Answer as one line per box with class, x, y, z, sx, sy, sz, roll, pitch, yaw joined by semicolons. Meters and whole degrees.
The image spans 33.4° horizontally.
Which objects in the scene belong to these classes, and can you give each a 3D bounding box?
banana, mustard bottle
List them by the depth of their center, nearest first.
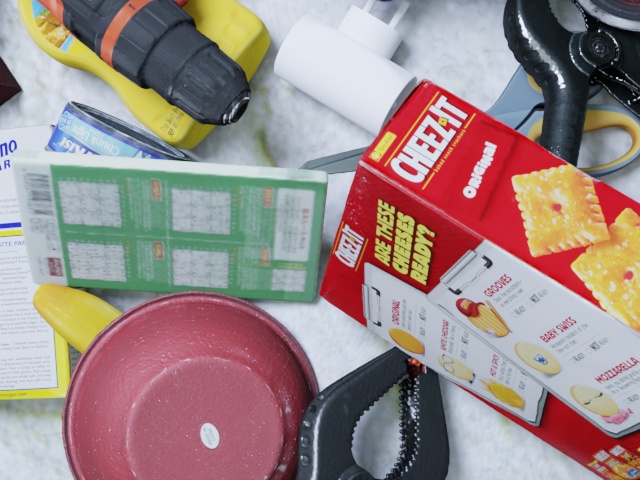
banana;-0.112;0.108;0.674;0.037;0.069;0.198;-20;95;52
mustard bottle;-0.133;-0.147;0.676;0.192;0.058;0.096;36;92;10

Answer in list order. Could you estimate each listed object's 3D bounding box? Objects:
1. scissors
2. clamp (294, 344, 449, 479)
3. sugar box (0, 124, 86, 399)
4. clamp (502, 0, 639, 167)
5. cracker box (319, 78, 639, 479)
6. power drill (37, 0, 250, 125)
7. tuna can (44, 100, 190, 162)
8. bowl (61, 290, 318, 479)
scissors;0.090;-0.079;0.624;0.201;0.016;0.096;4;83;-1
clamp;0.026;0.157;0.615;0.164;0.036;0.209;36;66;-9
sugar box;-0.205;0.016;0.706;0.093;0.048;0.176;-3;87;12
clamp;0.143;-0.092;0.595;0.120;0.039;0.171;-24;78;-22
cracker box;0.114;0.030;0.565;0.214;0.164;0.072;33;64;9
power drill;-0.070;-0.175;0.623;0.184;0.057;0.187;39;73;11
tuna can;-0.125;-0.054;0.663;0.086;0.086;0.034;28;96;11
bowl;-0.072;0.112;0.638;0.162;0.055;0.162;0;91;-13
